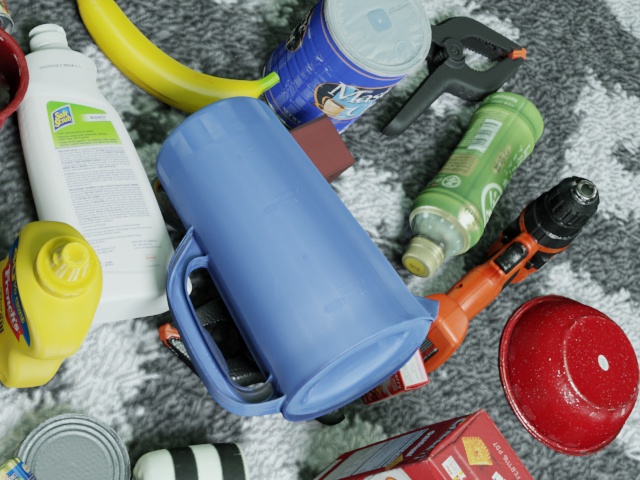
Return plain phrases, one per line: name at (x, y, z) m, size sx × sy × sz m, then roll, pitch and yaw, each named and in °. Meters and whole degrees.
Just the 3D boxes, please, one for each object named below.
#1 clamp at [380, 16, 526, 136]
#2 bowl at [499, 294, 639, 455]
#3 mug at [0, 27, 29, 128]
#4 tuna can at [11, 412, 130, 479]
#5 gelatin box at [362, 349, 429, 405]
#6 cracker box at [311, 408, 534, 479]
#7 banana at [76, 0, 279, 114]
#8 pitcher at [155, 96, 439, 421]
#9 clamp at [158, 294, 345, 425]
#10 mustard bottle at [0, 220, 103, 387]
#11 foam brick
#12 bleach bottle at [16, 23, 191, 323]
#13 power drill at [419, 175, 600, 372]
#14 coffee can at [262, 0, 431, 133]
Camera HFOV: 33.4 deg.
clamp at (0.121, -0.195, 1.094) m, size 0.209 × 0.036 × 0.164 m, roll -14°, pitch 79°, yaw -33°
bowl at (0.255, 0.124, 1.034) m, size 0.161 × 0.055 × 0.162 m, roll 10°, pitch 68°, yaw -25°
mug at (-0.292, -0.118, 0.825) m, size 0.117 × 0.082 × 0.093 m, roll 9°, pitch 68°, yaw -25°
tuna can at (-0.188, 0.174, 0.797) m, size 0.086 × 0.034 × 0.086 m, roll 10°, pitch 67°, yaw -24°
gelatin box at (0.053, 0.092, 0.929) m, size 0.030 × 0.073 × 0.089 m, roll -12°, pitch 77°, yaw -30°
cracker box at (0.095, 0.227, 0.817) m, size 0.072 × 0.214 × 0.164 m, roll -36°, pitch 90°, yaw -33°
banana at (-0.137, -0.158, 0.946) m, size 0.197 × 0.037 × 0.069 m, roll 26°, pitch 65°, yaw -13°
pitcher at (-0.037, 0.012, 0.823) m, size 0.243 × 0.145 × 0.149 m, roll 56°, pitch 23°, yaw 22°
clamp at (-0.048, 0.097, 0.894) m, size 0.171 × 0.039 × 0.120 m, roll -1°, pitch 75°, yaw -17°
mustard bottle at (-0.194, 0.039, 0.751) m, size 0.058 × 0.192 × 0.096 m, roll 0°, pitch 72°, yaw -28°
foam brick at (-0.017, -0.068, 0.952) m, size 0.052 × 0.078 × 0.051 m, roll -29°, pitch 87°, yaw -30°
bleach bottle at (-0.187, -0.061, 0.871) m, size 0.102 × 0.068 × 0.251 m, roll -6°, pitch 71°, yaw -37°
power drill at (0.156, 0.030, 0.953) m, size 0.187 × 0.185 × 0.057 m, roll -37°, pitch 79°, yaw -24°
coffee can at (0.021, -0.167, 0.970) m, size 0.102 × 0.141 × 0.103 m, roll 10°, pitch 67°, yaw -24°
